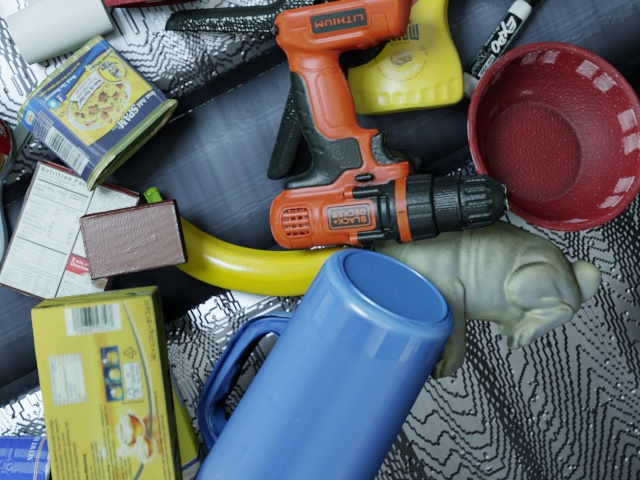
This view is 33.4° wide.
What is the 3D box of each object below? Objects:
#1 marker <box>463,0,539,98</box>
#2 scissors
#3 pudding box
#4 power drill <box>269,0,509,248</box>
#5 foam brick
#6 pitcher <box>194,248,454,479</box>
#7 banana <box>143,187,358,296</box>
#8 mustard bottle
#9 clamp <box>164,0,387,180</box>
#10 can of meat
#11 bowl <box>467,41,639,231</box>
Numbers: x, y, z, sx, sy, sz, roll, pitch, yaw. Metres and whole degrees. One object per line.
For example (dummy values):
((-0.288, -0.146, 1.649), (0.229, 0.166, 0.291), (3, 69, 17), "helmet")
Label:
((0.157, -0.176, 0.915), (0.020, 0.020, 0.121), (35, 91, -6), "marker")
((-0.261, -0.045, 0.898), (0.202, 0.016, 0.096), (-39, 93, 1), "scissors")
((-0.210, -0.001, 0.895), (0.090, 0.039, 0.113), (21, 91, -6), "pudding box")
((0.043, -0.089, 0.811), (0.184, 0.057, 0.187), (-6, 94, 11), "power drill")
((-0.149, -0.001, 0.853), (0.078, 0.053, 0.051), (-10, 96, -4), "foam brick")
((-0.003, 0.124, 0.839), (0.149, 0.145, 0.243), (22, 115, -11), "pitcher")
((-0.060, 0.014, 0.885), (0.198, 0.037, 0.070), (16, 133, 13), "banana")
((0.063, -0.204, 0.887), (0.096, 0.058, 0.191), (-6, 95, 10), "mustard bottle")
((-0.006, -0.158, 0.866), (0.210, 0.036, 0.164), (-28, 94, 19), "clamp")
((-0.181, -0.104, 0.865), (0.084, 0.058, 0.102), (43, 59, -3), "can of meat")
((0.191, -0.082, 0.896), (0.162, 0.055, 0.162), (2, 79, -12), "bowl")
